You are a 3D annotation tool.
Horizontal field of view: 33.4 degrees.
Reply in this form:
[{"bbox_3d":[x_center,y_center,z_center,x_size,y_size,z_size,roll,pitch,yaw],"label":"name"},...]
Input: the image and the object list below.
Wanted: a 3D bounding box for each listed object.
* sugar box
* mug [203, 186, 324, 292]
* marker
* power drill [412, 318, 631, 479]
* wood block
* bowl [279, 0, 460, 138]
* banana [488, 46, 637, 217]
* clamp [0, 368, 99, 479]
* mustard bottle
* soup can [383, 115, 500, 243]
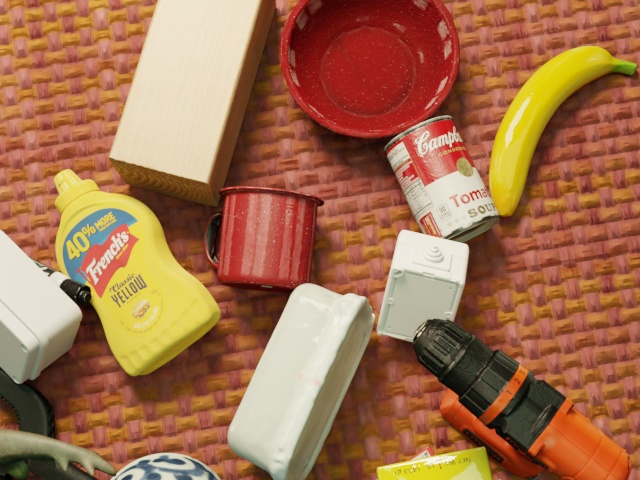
[{"bbox_3d":[0.106,0.261,0.849,0.093,0.048,0.176,-13,69,5],"label":"sugar box"},{"bbox_3d":[-0.056,0.001,0.935,0.117,0.093,0.081,1,82,33],"label":"mug"},{"bbox_3d":[-0.245,0.030,0.936,0.121,0.020,0.020,22,78,31],"label":"marker"},{"bbox_3d":[0.143,0.134,0.846,0.184,0.187,0.057,40,83,7],"label":"power drill"},{"bbox_3d":[-0.111,-0.146,0.959,0.091,0.090,0.206,14,78,4],"label":"wood block"},{"bbox_3d":[0.044,-0.163,0.976,0.162,0.055,0.162,0,78,1],"label":"bowl"},{"bbox_3d":[0.206,-0.113,0.971,0.070,0.037,0.197,41,82,10],"label":"banana"},{"bbox_3d":[-0.271,0.199,0.916,0.164,0.036,0.210,-32,80,-12],"label":"clamp"},{"bbox_3d":[-0.177,0.017,0.941,0.096,0.058,0.192,-37,79,10],"label":"mustard bottle"},{"bbox_3d":[0.107,-0.050,0.945,0.068,0.068,0.102,-24,79,-4],"label":"soup can"}]
